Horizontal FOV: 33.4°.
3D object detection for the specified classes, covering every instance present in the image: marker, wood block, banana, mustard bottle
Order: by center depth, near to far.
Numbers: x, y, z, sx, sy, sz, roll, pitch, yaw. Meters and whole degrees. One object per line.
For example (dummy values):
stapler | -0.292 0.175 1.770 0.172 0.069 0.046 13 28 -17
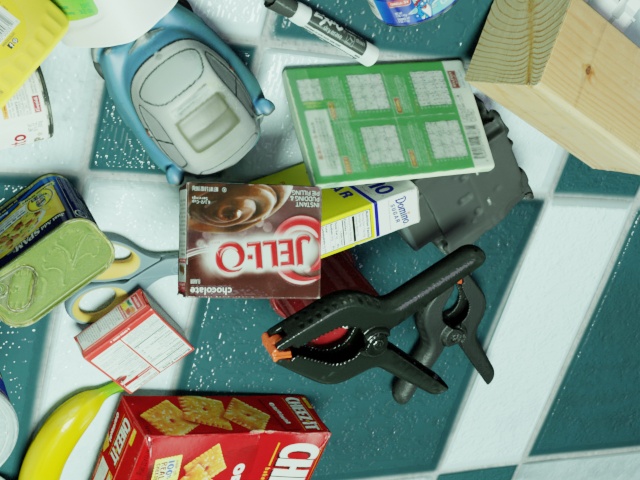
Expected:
mustard bottle | -0.265 -0.170 0.689 0.191 0.058 0.096 41 68 -18
marker | 0.000 -0.177 0.883 0.120 0.020 0.020 23 107 -38
wood block | 0.242 -0.141 0.979 0.205 0.090 0.091 26 84 -38
banana | -0.246 0.213 0.993 0.069 0.037 0.198 15 112 -35

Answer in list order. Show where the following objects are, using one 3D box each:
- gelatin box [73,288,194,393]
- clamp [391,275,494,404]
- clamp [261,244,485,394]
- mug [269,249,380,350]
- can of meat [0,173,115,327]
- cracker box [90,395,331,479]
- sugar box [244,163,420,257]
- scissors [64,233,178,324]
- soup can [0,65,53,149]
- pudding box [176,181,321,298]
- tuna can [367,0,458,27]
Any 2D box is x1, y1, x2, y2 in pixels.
gelatin box | -0.165 0.091 0.950 0.073 0.030 0.089 -36 145 -1
clamp | 0.144 0.097 1.132 0.120 0.039 0.171 -5 122 -28
clamp | 0.051 0.074 0.956 0.209 0.036 0.165 1 119 -29
mug | 0.013 0.068 1.011 0.093 0.082 0.117 -31 130 -8
can of meat | -0.222 0.005 0.837 0.102 0.084 0.057 -37 131 -3
cracker box | -0.114 0.236 1.053 0.213 0.072 0.164 7 117 -36
sugar box | -0.012 -0.026 0.928 0.176 0.093 0.048 -23 131 -15
scissors | -0.140 0.036 0.949 0.201 0.016 0.096 8 118 -33
soup can | -0.250 -0.095 0.765 0.102 0.069 0.068 -15 126 -20
pudding box | -0.056 0.001 0.843 0.113 0.039 0.090 1 88 -17
tuna can | 0.076 -0.212 0.858 0.086 0.086 0.033 -36 132 -3
